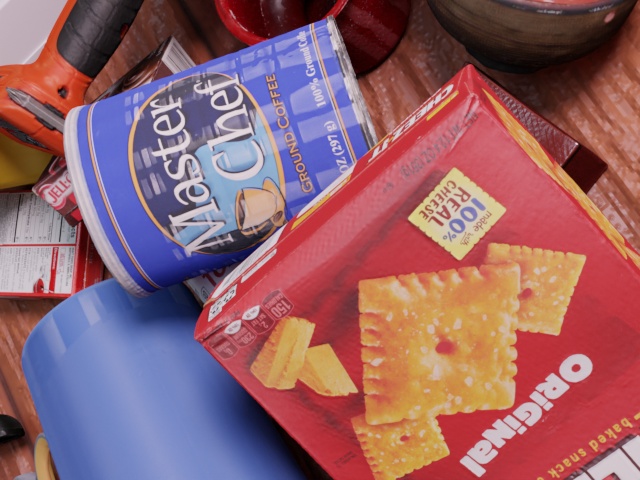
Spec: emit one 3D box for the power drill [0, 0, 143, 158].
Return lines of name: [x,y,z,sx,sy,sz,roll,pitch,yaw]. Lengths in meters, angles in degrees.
power drill: [-0.138,-0.144,0.627,0.185,0.057,0.187,19,78,59]

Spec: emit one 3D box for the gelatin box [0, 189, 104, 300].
gelatin box: [-0.184,0.004,0.715,0.089,0.030,0.073,-1,81,29]

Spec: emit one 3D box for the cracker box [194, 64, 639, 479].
cracker box: [0.075,0.057,0.477,0.164,0.072,0.213,-40,100,19]

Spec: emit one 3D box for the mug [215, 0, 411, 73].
mug: [0.010,-0.146,0.598,0.117,0.081,0.093,-26,70,24]

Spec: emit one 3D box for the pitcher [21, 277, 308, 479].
pitcher: [-0.075,0.147,0.585,0.149,0.145,0.243,-36,63,7]

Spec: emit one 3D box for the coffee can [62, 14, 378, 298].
coffee can: [-0.043,-0.041,0.538,0.140,0.102,0.103,-19,73,6]

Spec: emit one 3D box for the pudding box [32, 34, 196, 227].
pudding box: [-0.119,-0.068,0.648,0.090,0.113,0.039,-34,111,20]
